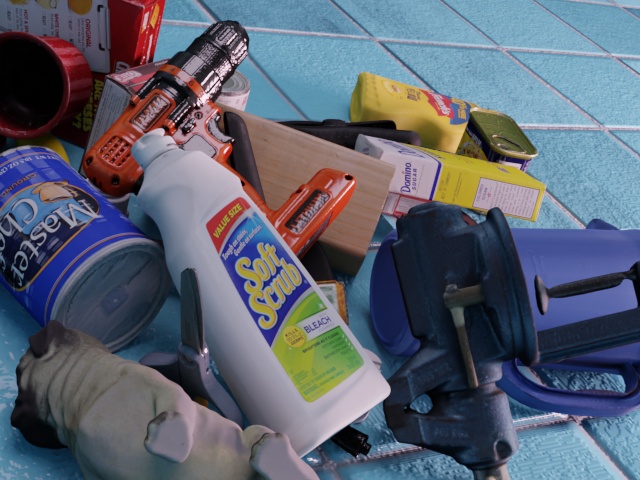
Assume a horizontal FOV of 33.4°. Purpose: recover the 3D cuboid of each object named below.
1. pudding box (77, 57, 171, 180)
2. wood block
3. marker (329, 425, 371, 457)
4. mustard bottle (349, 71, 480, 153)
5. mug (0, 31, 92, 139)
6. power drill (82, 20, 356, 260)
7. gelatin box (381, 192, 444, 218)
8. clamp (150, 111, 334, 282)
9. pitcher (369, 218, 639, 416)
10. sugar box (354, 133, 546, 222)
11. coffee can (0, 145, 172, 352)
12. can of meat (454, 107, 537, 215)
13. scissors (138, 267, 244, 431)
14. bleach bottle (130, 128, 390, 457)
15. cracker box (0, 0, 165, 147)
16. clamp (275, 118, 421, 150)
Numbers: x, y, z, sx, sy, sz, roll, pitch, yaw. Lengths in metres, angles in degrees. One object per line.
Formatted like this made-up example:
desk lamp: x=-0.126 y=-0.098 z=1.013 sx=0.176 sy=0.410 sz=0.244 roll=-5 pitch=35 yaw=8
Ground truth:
pudding box: x=-0.171 y=-0.108 z=0.990 sx=0.039 sy=0.114 sz=0.089 roll=34 pitch=33 yaw=19
wood block: x=-0.047 y=-0.050 z=0.958 sx=0.206 sy=0.090 sz=0.091 roll=20 pitch=-13 yaw=1
marker: x=-0.016 y=0.125 z=0.791 sx=0.121 sy=0.020 sz=0.020 roll=29 pitch=31 yaw=16
mustard bottle: x=0.133 y=-0.145 z=1.277 sx=0.191 sy=0.058 sz=0.096 roll=14 pitch=30 yaw=-9
mug: x=-0.265 y=-0.148 z=0.957 sx=0.117 sy=0.093 sz=0.081 roll=33 pitch=14 yaw=0
power drill: x=-0.067 y=-0.071 z=0.855 sx=0.188 sy=0.057 sz=0.184 roll=36 pitch=71 yaw=8
gelatin box: x=0.083 y=-0.053 z=1.126 sx=0.089 sy=0.030 sz=0.073 roll=13 pitch=29 yaw=-9
clamp: x=-0.056 y=0.001 z=0.881 sx=0.210 sy=0.036 sz=0.164 roll=36 pitch=75 yaw=4
pitcher: x=0.172 y=0.058 z=0.913 sx=0.242 sy=0.145 sz=0.149 roll=3 pitch=16 yaw=-18
sugar box: x=0.126 y=-0.064 z=1.071 sx=0.176 sy=0.048 sz=0.093 roll=13 pitch=12 yaw=-15
coffee can: x=-0.193 y=0.007 z=0.801 sx=0.102 sy=0.103 sz=0.140 roll=-16 pitch=45 yaw=-45
can of meat: x=0.188 y=-0.086 z=1.185 sx=0.057 sy=0.084 sz=0.102 roll=7 pitch=32 yaw=-20
scissors: x=-0.095 y=0.069 z=0.682 sx=0.096 sy=0.202 sz=0.016 roll=20 pitch=54 yaw=27
bleach bottle: x=-0.060 y=0.030 z=0.751 sx=0.102 sy=0.068 sz=0.251 roll=-26 pitch=77 yaw=-44
cracker box: x=-0.269 y=-0.197 z=1.032 sx=0.214 sy=0.164 sz=0.072 roll=21 pitch=32 yaw=5
clamp: x=0.023 y=-0.111 z=1.149 sx=0.171 sy=0.039 sz=0.120 roll=-5 pitch=8 yaw=-18
